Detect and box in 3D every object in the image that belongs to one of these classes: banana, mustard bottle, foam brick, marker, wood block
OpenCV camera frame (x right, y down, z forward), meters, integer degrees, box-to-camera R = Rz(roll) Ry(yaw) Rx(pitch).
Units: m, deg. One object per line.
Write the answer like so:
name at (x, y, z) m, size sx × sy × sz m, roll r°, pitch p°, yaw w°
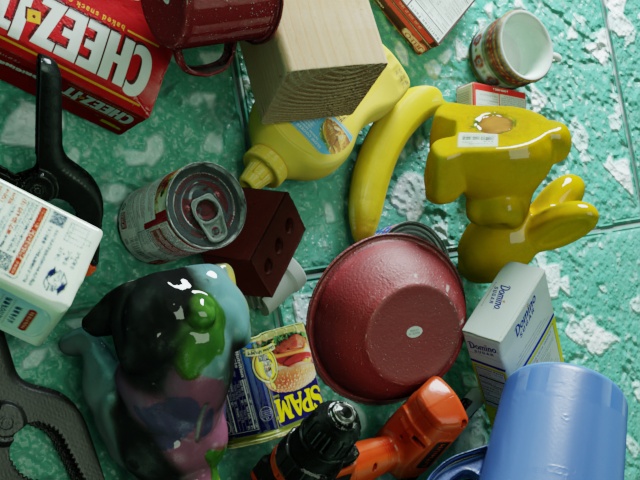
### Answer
banana at (0.071, -0.087, 1.016) m, size 0.069 × 0.037 × 0.197 m, roll 46°, pitch 61°, yaw -18°
mustard bottle at (-0.008, -0.110, 0.955) m, size 0.096 × 0.058 × 0.191 m, roll 43°, pitch 62°, yaw -4°
foam brick at (-0.056, 0.001, 0.896) m, size 0.078 × 0.051 × 0.053 m, roll -65°, pitch 149°, yaw -31°
marker at (0.115, 0.185, 1.009) m, size 0.121 × 0.020 × 0.020 m, roll -41°, pitch 104°, yaw -31°
wood block at (-0.025, -0.214, 0.908) m, size 0.090 × 0.091 × 0.206 m, roll -9°, pitch 72°, yaw -22°

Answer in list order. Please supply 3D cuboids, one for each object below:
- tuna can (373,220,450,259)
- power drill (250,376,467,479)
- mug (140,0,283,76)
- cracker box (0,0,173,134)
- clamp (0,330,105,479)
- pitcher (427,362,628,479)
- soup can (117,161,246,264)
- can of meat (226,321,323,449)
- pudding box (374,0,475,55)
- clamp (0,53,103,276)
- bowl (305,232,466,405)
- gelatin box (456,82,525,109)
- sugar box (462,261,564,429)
tuna can at (0.080, 0.026, 1.004) m, size 0.086 × 0.034 × 0.086 m, roll 6°, pitch 79°, yaw -32°
power drill at (0.032, 0.170, 0.877) m, size 0.187 × 0.185 × 0.057 m, roll -11°, pitch 59°, yaw -38°
mug at (-0.089, -0.182, 0.829) m, size 0.081 × 0.093 × 0.117 m, roll -16°, pitch 132°, yaw -33°
cracker box at (-0.186, -0.218, 0.854) m, size 0.164 × 0.072 × 0.213 m, roll 25°, pitch 70°, yaw -27°
clamp at (-0.245, 0.139, 0.776) m, size 0.210 × 0.036 × 0.164 m, roll 50°, pitch 57°, yaw -14°
pitcher at (0.172, 0.222, 0.867) m, size 0.149 × 0.145 × 0.242 m, roll 38°, pitch 50°, yaw -23°
soup can at (-0.113, -0.019, 0.849) m, size 0.068 × 0.102 × 0.068 m, roll 6°, pitch 79°, yaw -32°
can of meat at (-0.044, 0.118, 0.884) m, size 0.101 × 0.058 × 0.084 m, roll -8°, pitch 82°, yaw -58°
pudding box at (0.108, -0.255, 1.068) m, size 0.090 × 0.039 × 0.113 m, roll 48°, pitch 62°, yaw -17°
clamp at (-0.210, -0.052, 0.805) m, size 0.120 × 0.039 × 0.171 m, roll -36°, pitch 119°, yaw 3°
bowl at (0.071, 0.077, 0.946) m, size 0.161 × 0.055 × 0.162 m, roll -4°, pitch 102°, yaw -21°
gelatin box at (0.175, -0.111, 1.090) m, size 0.073 × 0.030 × 0.089 m, roll 4°, pitch 82°, yaw -32°
sugar box at (0.186, 0.111, 1.005) m, size 0.093 × 0.048 × 0.176 m, roll -52°, pitch 138°, yaw -29°
